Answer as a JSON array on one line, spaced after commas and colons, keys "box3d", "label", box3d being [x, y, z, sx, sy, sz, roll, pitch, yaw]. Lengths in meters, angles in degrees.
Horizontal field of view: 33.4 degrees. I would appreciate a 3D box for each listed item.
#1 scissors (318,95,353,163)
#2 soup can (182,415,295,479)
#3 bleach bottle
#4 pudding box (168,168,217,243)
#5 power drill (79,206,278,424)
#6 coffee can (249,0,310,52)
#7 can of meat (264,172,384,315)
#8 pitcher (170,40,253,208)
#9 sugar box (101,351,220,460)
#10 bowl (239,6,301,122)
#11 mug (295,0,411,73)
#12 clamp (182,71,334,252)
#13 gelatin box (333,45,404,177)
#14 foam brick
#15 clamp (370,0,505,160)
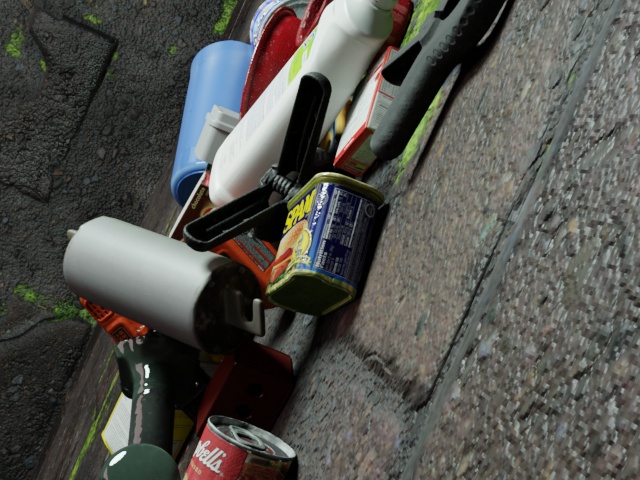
[{"box3d": [0.014, -0.125, 1.077, 0.096, 0.016, 0.202, -62, 14, 19], "label": "scissors"}, {"box3d": [-0.068, 0.186, 0.763, 0.102, 0.068, 0.068, -67, 13, 2], "label": "soup can"}, {"box3d": [-0.009, -0.129, 0.941, 0.251, 0.068, 0.102, -50, 24, 35], "label": "bleach bottle"}, {"box3d": [-0.121, -0.018, 1.263, 0.114, 0.090, 0.039, -58, 15, 32], "label": "pudding box"}, {"box3d": [-0.110, 0.070, 0.987, 0.188, 0.184, 0.057, -37, 10, 27], "label": "power drill"}, {"box3d": [-0.025, -0.230, 1.219, 0.103, 0.102, 0.140, -64, 13, 10], "label": "coffee can"}, {"box3d": [0.001, 0.007, 0.822, 0.102, 0.057, 0.084, 142, 146, -65], "label": "can of meat"}, {"box3d": [-0.136, -0.142, 1.453, 0.149, 0.145, 0.242, 81, -168, -48], "label": "pitcher"}, {"box3d": [-0.174, 0.175, 1.170, 0.093, 0.048, 0.176, 46, 114, 40], "label": "sugar box"}, {"box3d": [-0.027, -0.151, 1.078, 0.162, 0.055, 0.162, 17, -90, -78], "label": "bowl"}, {"box3d": [0.034, -0.217, 1.010, 0.093, 0.081, 0.117, -53, 19, 46], "label": "mug"}, {"box3d": [-0.025, -0.053, 0.887, 0.164, 0.036, 0.209, -53, -15, 6], "label": "clamp"}, {"box3d": [0.046, -0.108, 0.895, 0.073, 0.030, 0.089, -46, 24, 60], "label": "gelatin box"}, {"box3d": [-0.062, 0.127, 0.871, 0.078, 0.053, 0.051, -62, 14, 19], "label": "foam brick"}, {"box3d": [0.088, -0.149, 0.782, 0.172, 0.039, 0.120, -52, 23, 28], "label": "clamp"}]
